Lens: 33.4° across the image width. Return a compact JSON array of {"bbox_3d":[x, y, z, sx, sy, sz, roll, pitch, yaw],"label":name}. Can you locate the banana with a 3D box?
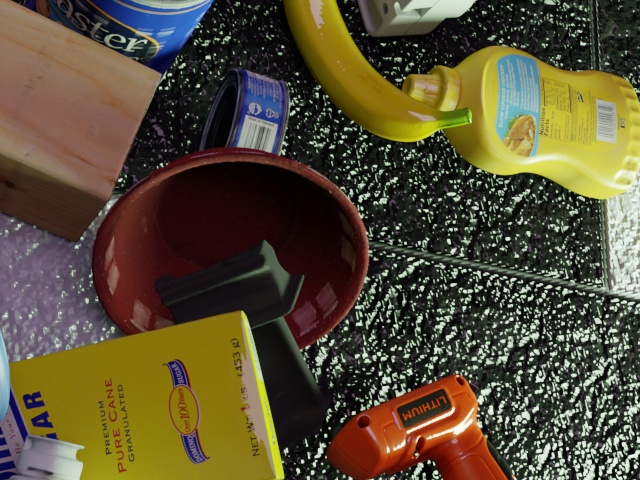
[{"bbox_3d":[0.021,-0.138,0.758,0.069,0.037,0.198,-38,82,-1],"label":"banana"}]

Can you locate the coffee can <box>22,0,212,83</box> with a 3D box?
[{"bbox_3d":[-0.119,-0.155,0.647,0.102,0.141,0.103,8,69,-23],"label":"coffee can"}]

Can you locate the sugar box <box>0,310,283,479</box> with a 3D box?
[{"bbox_3d":[-0.115,0.102,0.571,0.176,0.048,0.093,-13,77,-1],"label":"sugar box"}]

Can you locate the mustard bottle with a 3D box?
[{"bbox_3d":[0.149,-0.094,0.801,0.191,0.058,0.096,11,74,-22],"label":"mustard bottle"}]

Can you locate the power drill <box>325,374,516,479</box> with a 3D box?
[{"bbox_3d":[0.084,0.181,0.635,0.184,0.057,0.188,-15,60,-41],"label":"power drill"}]

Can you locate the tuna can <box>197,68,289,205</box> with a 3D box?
[{"bbox_3d":[-0.051,-0.065,0.680,0.033,0.086,0.086,15,67,-19],"label":"tuna can"}]

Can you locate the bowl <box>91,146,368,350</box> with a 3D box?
[{"bbox_3d":[-0.054,0.001,0.639,0.162,0.162,0.055,16,34,-20],"label":"bowl"}]

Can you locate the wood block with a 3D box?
[{"bbox_3d":[-0.211,-0.089,0.609,0.206,0.091,0.090,25,64,-16],"label":"wood block"}]
